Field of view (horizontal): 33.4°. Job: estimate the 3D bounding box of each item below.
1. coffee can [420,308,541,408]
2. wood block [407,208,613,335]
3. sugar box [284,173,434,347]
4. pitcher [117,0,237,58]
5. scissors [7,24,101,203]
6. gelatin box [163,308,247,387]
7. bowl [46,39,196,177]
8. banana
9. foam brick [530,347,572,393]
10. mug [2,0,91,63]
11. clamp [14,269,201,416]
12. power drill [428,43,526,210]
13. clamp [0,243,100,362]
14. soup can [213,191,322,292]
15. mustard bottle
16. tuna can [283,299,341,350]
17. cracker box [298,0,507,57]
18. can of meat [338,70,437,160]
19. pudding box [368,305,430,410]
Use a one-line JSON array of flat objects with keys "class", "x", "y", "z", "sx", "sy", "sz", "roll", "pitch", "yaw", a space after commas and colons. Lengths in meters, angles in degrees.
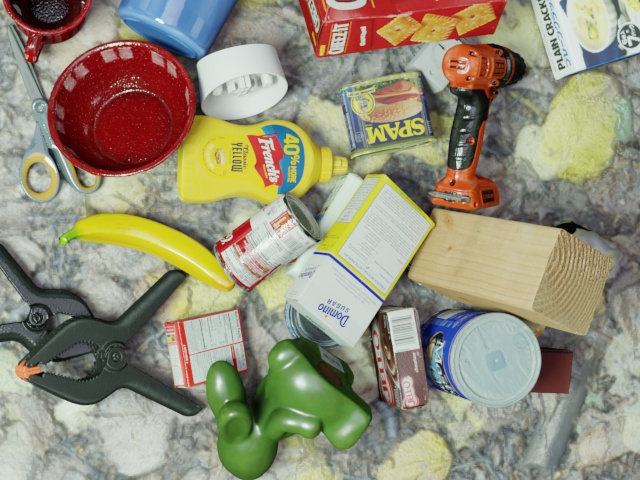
[{"class": "coffee can", "x": 0.174, "y": 0.130, "z": 1.208, "sx": 0.102, "sy": 0.140, "sz": 0.103, "roll": 0, "pitch": 89, "yaw": -12}, {"class": "wood block", "x": 0.203, "y": 0.031, "z": 1.173, "sx": 0.090, "sy": 0.206, "sz": 0.090, "roll": 25, "pitch": 83, "yaw": -33}, {"class": "sugar box", "x": 0.044, "y": 0.022, "z": 1.193, "sx": 0.093, "sy": 0.048, "sz": 0.176, "roll": 42, "pitch": 76, "yaw": -23}, {"class": "pitcher", "x": -0.115, "y": -0.324, "z": 1.158, "sx": 0.145, "sy": 0.149, "sz": 0.243, "roll": 26, "pitch": 87, "yaw": -10}, {"class": "scissors", "x": -0.319, "y": -0.128, "z": 1.172, "sx": 0.096, "sy": 0.016, "sz": 0.202, "roll": -36, "pitch": 96, "yaw": -11}, {"class": "gelatin box", "x": -0.126, "y": 0.118, "z": 1.183, "sx": 0.089, "sy": 0.030, "sz": 0.073, "roll": -10, "pitch": 91, "yaw": -44}, {"class": "bowl", "x": -0.210, "y": -0.134, "z": 1.159, "sx": 0.162, "sy": 0.055, "sz": 0.162, "roll": -2, "pitch": 72, "yaw": 5}, {"class": "banana", "x": -0.187, "y": 0.008, "z": 1.176, "sx": 0.197, "sy": 0.037, "sz": 0.069, "roll": 15, "pitch": 50, "yaw": -15}, {"class": "foam brick", "x": 0.252, "y": 0.153, "z": 1.270, "sx": 0.078, "sy": 0.053, "sz": 0.051, "roll": 4, "pitch": 88, "yaw": -11}, {"class": "mug", "x": -0.295, "y": -0.247, "z": 1.146, "sx": 0.093, "sy": 0.081, "sz": 0.117, "roll": 13, "pitch": 86, "yaw": -12}, {"class": "clamp", "x": -0.220, "y": 0.133, "z": 1.147, "sx": 0.209, "sy": 0.036, "sz": 0.164, "roll": -16, "pitch": 94, "yaw": -35}, {"class": "power drill", "x": 0.183, "y": -0.133, "z": 1.230, "sx": 0.057, "sy": 0.184, "sz": 0.188, "roll": 10, "pitch": 101, "yaw": 30}, {"class": "clamp", "x": -0.317, "y": 0.090, "z": 1.155, "sx": 0.171, "sy": 0.039, "sz": 0.120, "roll": 32, "pitch": 85, "yaw": -10}, {"class": "soup can", "x": -0.058, "y": 0.001, "z": 1.180, "sx": 0.102, "sy": 0.068, "sz": 0.068, "roll": -36, "pitch": 97, "yaw": 15}, {"class": "mustard bottle", "x": -0.064, "y": -0.088, "z": 1.204, "sx": 0.191, "sy": 0.058, "sz": 0.096, "roll": 1, "pitch": 83, "yaw": -13}, {"class": "tuna can", "x": 0.002, "y": 0.083, "z": 1.227, "sx": 0.086, "sy": 0.034, "sz": 0.086, "roll": 0, "pitch": 89, "yaw": -12}, {"class": "cracker box", "x": 0.082, "y": -0.302, "z": 1.203, "sx": 0.213, "sy": 0.072, "sz": 0.164, "roll": -9, "pitch": 63, "yaw": -13}, {"class": "can of meat", "x": 0.076, "y": -0.145, "z": 1.235, "sx": 0.102, "sy": 0.057, "sz": 0.084, "roll": -12, "pitch": 89, "yaw": -9}, {"class": "pudding box", "x": 0.087, "y": 0.132, "z": 1.216, "sx": 0.039, "sy": 0.090, "sz": 0.113, "roll": -7, "pitch": 90, "yaw": -14}]
